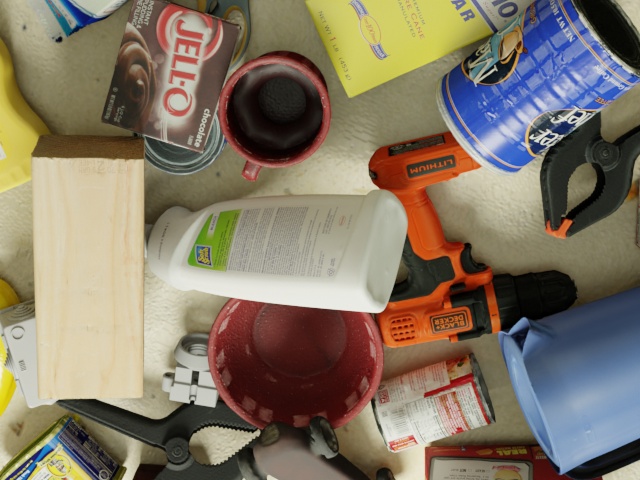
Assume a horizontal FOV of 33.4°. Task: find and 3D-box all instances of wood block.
[{"bbox_3d":[-0.193,0.020,0.901,0.090,0.091,0.206,0,108,-10],"label":"wood block"}]

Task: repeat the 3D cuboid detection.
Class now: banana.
[{"bbox_3d":[-0.319,0.116,1.031,0.070,0.037,0.198,17,108,21],"label":"banana"}]

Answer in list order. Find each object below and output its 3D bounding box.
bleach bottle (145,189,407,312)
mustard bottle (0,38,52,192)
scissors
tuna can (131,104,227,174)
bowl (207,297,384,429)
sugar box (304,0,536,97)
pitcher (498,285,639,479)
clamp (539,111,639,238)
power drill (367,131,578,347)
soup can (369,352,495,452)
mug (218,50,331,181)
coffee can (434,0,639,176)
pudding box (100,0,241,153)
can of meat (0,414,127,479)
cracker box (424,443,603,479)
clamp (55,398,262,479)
[{"bbox_3d":[-0.056,0.001,0.927,0.251,0.068,0.102,5,69,29],"label":"bleach bottle"},{"bbox_3d":[-0.311,-0.135,0.932,0.096,0.058,0.191,-21,106,12],"label":"mustard bottle"},{"bbox_3d":[-0.078,-0.237,0.905,0.096,0.016,0.202,20,108,-3],"label":"scissors"},{"bbox_3d":[-0.123,-0.102,0.943,0.086,0.033,0.086,1,108,3],"label":"tuna can"},{"bbox_3d":[-0.021,0.098,0.991,0.162,0.055,0.162,1,108,4],"label":"bowl"},{"bbox_3d":[0.085,-0.198,0.891,0.176,0.048,0.093,-23,105,12],"label":"sugar box"},{"bbox_3d":[0.290,0.108,0.931,0.243,0.149,0.145,-21,73,1],"label":"pitcher"},{"bbox_3d":[0.250,-0.077,0.915,0.120,0.039,0.171,19,98,2],"label":"clamp"},{"bbox_3d":[0.126,-0.002,0.947,0.184,0.057,0.187,-12,106,4],"label":"power drill"},{"bbox_3d":[0.104,0.152,0.994,0.102,0.068,0.068,-19,106,10],"label":"soup can"},{"bbox_3d":[-0.039,-0.106,0.911,0.093,0.081,0.117,20,108,-3],"label":"mug"},{"bbox_3d":[0.177,-0.131,0.856,0.102,0.102,0.141,45,124,-11],"label":"coffee can"},{"bbox_3d":[-0.124,-0.140,0.892,0.090,0.039,0.113,17,100,-2],"label":"pudding box"},{"bbox_3d":[-0.258,0.233,1.052,0.102,0.057,0.084,-40,99,14],"label":"can of meat"},{"bbox_3d":[0.179,0.275,0.952,0.164,0.213,0.072,-2,120,3],"label":"cracker box"},{"bbox_3d":[-0.139,0.214,1.012,0.210,0.036,0.164,-6,72,-10],"label":"clamp"}]
